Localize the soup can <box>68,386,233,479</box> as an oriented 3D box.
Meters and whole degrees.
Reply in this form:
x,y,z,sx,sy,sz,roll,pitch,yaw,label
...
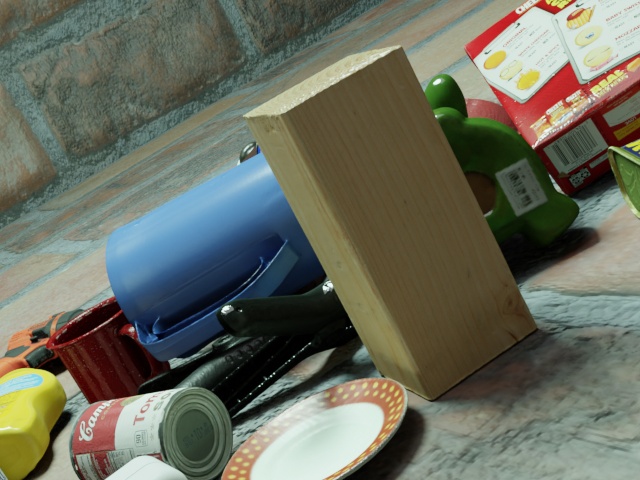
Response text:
x,y,z,sx,sy,sz,roll,pitch,yaw,label
-0.120,0.142,0.754,0.102,0.068,0.068,-15,19,39,soup can

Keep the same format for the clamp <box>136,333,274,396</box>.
x,y,z,sx,sy,sz,roll,pitch,yaw,label
-0.074,0.100,0.869,0.171,0.039,0.120,-32,15,-4,clamp

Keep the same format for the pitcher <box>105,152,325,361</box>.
x,y,z,sx,sy,sz,roll,pitch,yaw,label
-0.056,0.001,0.911,0.243,0.149,0.144,-29,-19,23,pitcher

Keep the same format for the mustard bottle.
x,y,z,sx,sy,sz,roll,pitch,yaw,label
-0.288,0.166,0.997,0.096,0.058,0.191,-26,15,5,mustard bottle

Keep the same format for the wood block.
x,y,z,sx,sy,sz,roll,pitch,yaw,label
0.045,-0.013,0.700,0.090,0.206,0.090,-32,15,-15,wood block

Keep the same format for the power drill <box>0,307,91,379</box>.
x,y,z,sx,sy,sz,roll,pitch,yaw,label
-0.321,0.140,1.156,0.185,0.057,0.187,-21,13,39,power drill

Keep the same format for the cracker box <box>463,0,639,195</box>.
x,y,z,sx,sy,sz,roll,pitch,yaw,label
0.238,-0.155,0.946,0.164,0.072,0.214,-35,33,13,cracker box

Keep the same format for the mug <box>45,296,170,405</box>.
x,y,z,sx,sy,sz,roll,pitch,yaw,label
-0.182,0.104,0.969,0.117,0.081,0.093,-13,21,46,mug

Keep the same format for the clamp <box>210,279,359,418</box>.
x,y,z,sx,sy,sz,roll,pitch,yaw,label
-0.008,0.067,0.797,0.209,0.036,0.165,-22,-26,-36,clamp
